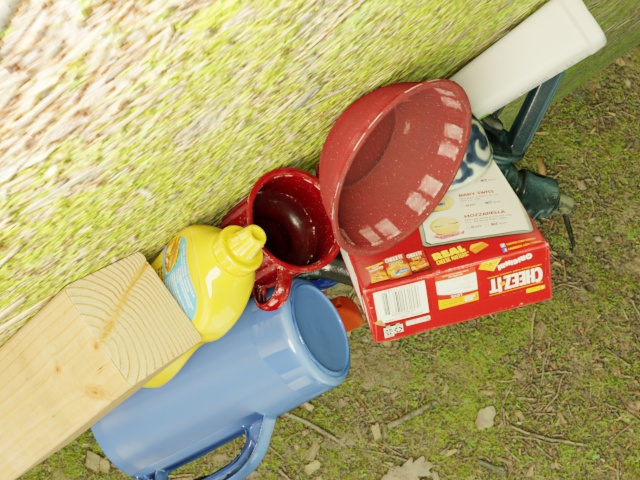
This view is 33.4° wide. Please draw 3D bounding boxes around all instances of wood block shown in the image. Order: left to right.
[{"bbox_3d":[-0.206,0.108,0.866,0.206,0.090,0.090,-38,175,36],"label":"wood block"}]

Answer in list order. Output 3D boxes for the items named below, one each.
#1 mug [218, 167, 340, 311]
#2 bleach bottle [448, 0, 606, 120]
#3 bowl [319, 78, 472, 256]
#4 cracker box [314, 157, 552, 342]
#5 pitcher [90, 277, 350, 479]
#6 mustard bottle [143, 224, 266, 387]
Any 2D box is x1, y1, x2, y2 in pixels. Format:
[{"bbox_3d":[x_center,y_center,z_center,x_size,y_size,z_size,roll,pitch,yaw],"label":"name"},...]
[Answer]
[{"bbox_3d":[-0.039,0.005,0.925,0.093,0.117,0.082,12,157,-26],"label":"mug"},{"bbox_3d":[0.163,-0.153,1.074,0.251,0.068,0.102,-34,176,17],"label":"bleach bottle"},{"bbox_3d":[0.051,-0.069,0.871,0.161,0.055,0.162,-33,143,-30],"label":"bowl"},{"bbox_3d":[0.098,-0.011,0.986,0.164,0.072,0.214,-15,-144,-3],"label":"cracker box"},{"bbox_3d":[-0.093,0.139,1.016,0.243,0.149,0.145,-27,-165,26],"label":"pitcher"},{"bbox_3d":[-0.107,0.042,0.883,0.058,0.096,0.192,12,143,-38],"label":"mustard bottle"}]
